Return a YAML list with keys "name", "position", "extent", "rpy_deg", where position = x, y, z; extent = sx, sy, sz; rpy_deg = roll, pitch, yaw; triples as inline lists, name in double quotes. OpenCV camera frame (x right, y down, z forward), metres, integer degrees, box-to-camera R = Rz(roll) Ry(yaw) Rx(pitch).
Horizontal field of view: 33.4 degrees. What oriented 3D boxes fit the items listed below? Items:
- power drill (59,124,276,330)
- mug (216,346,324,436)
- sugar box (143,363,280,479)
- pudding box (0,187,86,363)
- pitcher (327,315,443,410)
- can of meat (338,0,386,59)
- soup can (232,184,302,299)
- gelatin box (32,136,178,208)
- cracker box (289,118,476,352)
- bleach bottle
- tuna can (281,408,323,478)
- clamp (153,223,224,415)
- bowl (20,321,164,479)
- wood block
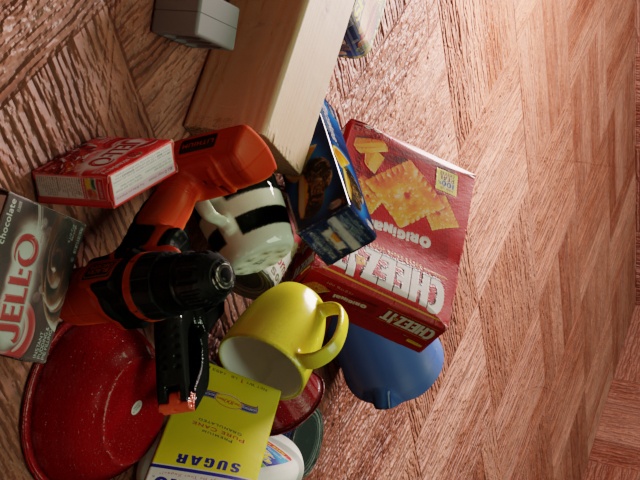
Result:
- name: "power drill"
  position: [-0.108, -0.011, 0.838]
  extent: [0.057, 0.185, 0.187]
  rpy_deg: [57, 45, -28]
- name: "mug"
  position: [-0.057, 0.134, 1.107]
  extent: [0.081, 0.093, 0.117]
  rpy_deg: [60, 4, -29]
- name: "sugar box"
  position: [-0.098, 0.188, 0.931]
  extent: [0.176, 0.093, 0.048]
  rpy_deg: [-76, -171, -55]
- name: "pudding box"
  position: [-0.223, 0.027, 0.771]
  extent: [0.090, 0.039, 0.113]
  rpy_deg: [32, 69, -63]
- name: "pitcher"
  position: [0.061, 0.075, 1.302]
  extent: [0.145, 0.149, 0.242]
  rpy_deg: [-36, 135, -12]
- name: "can of meat"
  position: [0.032, -0.267, 1.200]
  extent: [0.084, 0.057, 0.102]
  rpy_deg: [56, 49, -59]
- name: "soup can"
  position: [-0.057, 0.001, 1.083]
  extent: [0.102, 0.069, 0.068]
  rpy_deg: [-62, 148, -35]
- name: "gelatin box"
  position: [-0.165, -0.055, 0.826]
  extent: [0.089, 0.073, 0.030]
  rpy_deg: [-41, 130, -53]
- name: "cracker box"
  position: [0.071, -0.010, 1.155]
  extent: [0.072, 0.164, 0.213]
  rpy_deg: [-50, -160, 52]
- name: "bleach bottle"
  position: [-0.084, 0.227, 1.085]
  extent: [0.068, 0.103, 0.250]
  rpy_deg: [-60, 162, 6]
- name: "tuna can"
  position: [-0.029, 0.235, 1.257]
  extent: [0.086, 0.034, 0.086]
  rpy_deg: [-31, 125, -59]
- name: "clamp"
  position: [-0.121, 0.060, 0.931]
  extent: [0.210, 0.036, 0.164]
  rpy_deg: [-89, 167, -55]
- name: "bowl"
  position: [-0.175, 0.137, 0.891]
  extent: [0.161, 0.055, 0.162]
  rpy_deg: [-31, 125, -59]
- name: "wood block"
  position: [-0.044, -0.177, 1.027]
  extent: [0.090, 0.090, 0.206]
  rpy_deg: [47, 56, -58]
